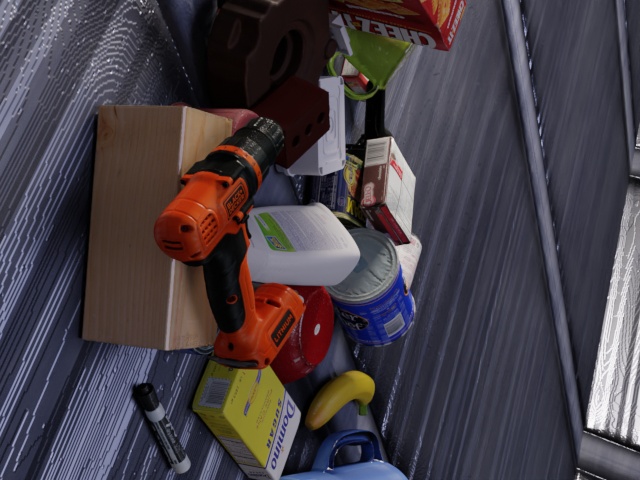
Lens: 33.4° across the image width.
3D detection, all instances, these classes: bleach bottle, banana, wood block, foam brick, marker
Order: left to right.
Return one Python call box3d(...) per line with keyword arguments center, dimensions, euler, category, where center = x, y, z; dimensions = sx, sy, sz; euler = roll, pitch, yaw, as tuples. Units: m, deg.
box3d(center=(-0.144, -0.011, 0.950), dimensions=(0.090, 0.091, 0.206), euler=(4, 90, -65), category="wood block")
box3d(center=(-0.154, 0.183, 1.043), dimensions=(0.020, 0.020, 0.121), euler=(-60, 145, -42), category="marker")
box3d(center=(-0.058, 0.001, 1.150), dimensions=(0.068, 0.103, 0.250), euler=(-49, 155, 20), category="bleach bottle")
box3d(center=(-0.032, -0.120, 1.082), dimensions=(0.078, 0.051, 0.053), euler=(-46, 149, -33), category="foam brick")
box3d(center=(0.034, 0.209, 1.422), dimensions=(0.197, 0.037, 0.069), euler=(8, 85, -65), category="banana")

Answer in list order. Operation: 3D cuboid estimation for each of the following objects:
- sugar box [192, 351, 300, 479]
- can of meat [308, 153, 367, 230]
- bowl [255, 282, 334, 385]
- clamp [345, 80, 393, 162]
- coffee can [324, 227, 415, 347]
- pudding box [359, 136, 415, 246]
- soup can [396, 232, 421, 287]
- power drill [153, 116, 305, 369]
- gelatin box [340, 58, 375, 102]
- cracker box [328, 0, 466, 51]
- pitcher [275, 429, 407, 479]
box3d(center=(-0.077, 0.188, 1.176), dimensions=(0.176, 0.048, 0.093), euler=(60, 42, -48), category="sugar box")
box3d(center=(0.025, -0.060, 1.339), dimensions=(0.102, 0.058, 0.084), euler=(27, 67, -64), category="can of meat")
box3d(center=(-0.027, 0.099, 1.255), dimensions=(0.161, 0.055, 0.162), euler=(-20, 112, -62), category="bowl")
box3d(center=(0.062, -0.121, 1.421), dimensions=(0.120, 0.039, 0.171), euler=(-52, 148, -22), category="clamp")
box3d(center=(0.060, 0.062, 1.358), dimensions=(0.140, 0.103, 0.102), euler=(65, 38, -58), category="coffee can")
box3d(center=(0.086, -0.061, 1.348), dimensions=(0.090, 0.039, 0.113), euler=(55, 35, -46), category="pudding box")
box3d(center=(0.098, 0.040, 1.496), dimensions=(0.068, 0.069, 0.102), euler=(64, 38, -47), category="soup can")
box3d(center=(-0.068, 0.005, 0.943), dimensions=(0.184, 0.057, 0.187), euler=(-53, 138, -44), category="power drill")
box3d(center=(0.061, -0.239, 1.417), dimensions=(0.073, 0.030, 0.089), euler=(39, 59, -58), category="gelatin box")
box3d(center=(0.060, -0.286, 1.185), dimensions=(0.072, 0.164, 0.213), euler=(-71, 162, -2), category="cracker box")
box3d(center=(0.015, 0.328, 1.308), dimensions=(0.145, 0.149, 0.242), euler=(-45, 154, 14), category="pitcher")
